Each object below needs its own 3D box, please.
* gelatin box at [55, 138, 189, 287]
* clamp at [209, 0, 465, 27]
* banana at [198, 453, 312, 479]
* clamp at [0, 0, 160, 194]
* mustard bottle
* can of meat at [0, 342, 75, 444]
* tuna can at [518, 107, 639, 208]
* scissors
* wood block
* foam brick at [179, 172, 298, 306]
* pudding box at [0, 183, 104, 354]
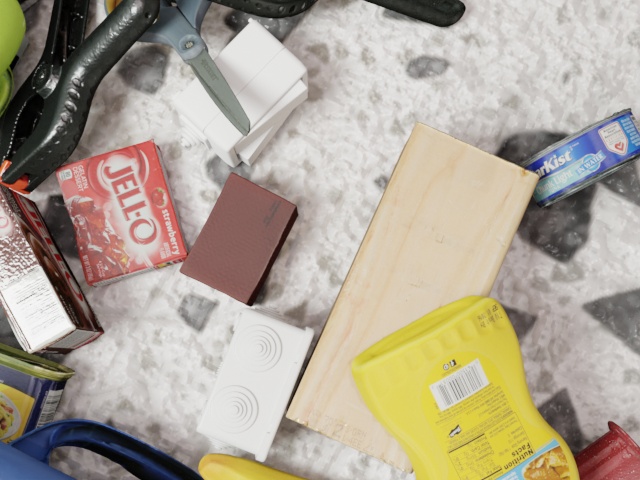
[{"bbox_3d":[-0.139,-0.019,0.753,0.073,0.030,0.089,-16,83,-2],"label":"gelatin box"},{"bbox_3d":[-0.010,-0.216,0.747,0.209,0.036,0.164,-12,78,-24],"label":"clamp"},{"bbox_3d":[0.018,0.174,0.714,0.198,0.037,0.070,3,121,6],"label":"banana"},{"bbox_3d":[-0.171,-0.110,0.736,0.039,0.120,0.171,21,88,-38],"label":"clamp"},{"bbox_3d":[0.100,0.136,0.637,0.096,0.058,0.191,-28,96,-11],"label":"mustard bottle"},{"bbox_3d":[-0.231,0.112,0.725,0.102,0.057,0.084,19,86,3],"label":"can of meat"},{"bbox_3d":[0.180,-0.055,0.727,0.086,0.086,0.034,-27,85,-3],"label":"tuna can"},{"bbox_3d":[-0.077,-0.145,0.725,0.096,0.016,0.202,-46,52,-9],"label":"scissors"},{"bbox_3d":[0.059,0.040,0.714,0.090,0.091,0.206,24,83,2],"label":"wood block"},{"bbox_3d":[-0.055,0.001,0.740,0.053,0.051,0.078,27,84,3],"label":"foam brick"},{"bbox_3d":[-0.194,0.021,0.719,0.039,0.090,0.113,-27,84,-2],"label":"pudding box"}]
